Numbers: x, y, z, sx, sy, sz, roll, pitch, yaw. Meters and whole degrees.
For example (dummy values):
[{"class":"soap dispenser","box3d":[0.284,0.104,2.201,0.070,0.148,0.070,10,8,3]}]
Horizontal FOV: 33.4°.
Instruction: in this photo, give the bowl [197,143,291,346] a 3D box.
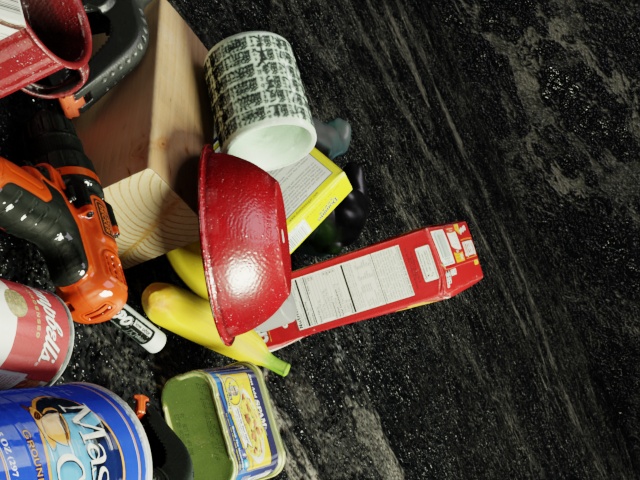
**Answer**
[{"class":"bowl","box3d":[-0.056,0.001,0.844,0.162,0.055,0.162,-6,90,-87]}]

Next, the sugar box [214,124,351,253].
[{"class":"sugar box","box3d":[-0.066,-0.073,0.962,0.176,0.093,0.048,42,-6,26]}]

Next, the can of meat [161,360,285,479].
[{"class":"can of meat","box3d":[-0.080,0.153,0.872,0.083,0.057,0.102,8,63,-66]}]

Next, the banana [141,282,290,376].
[{"class":"banana","box3d":[-0.098,0.068,0.903,0.197,0.070,0.037,34,71,-52]}]

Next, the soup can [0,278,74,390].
[{"class":"soup can","box3d":[-0.204,0.052,0.628,0.102,0.069,0.068,28,45,-61]}]

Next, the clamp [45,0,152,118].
[{"class":"clamp","box3d":[-0.191,-0.195,0.879,0.036,0.164,0.210,84,20,-61]}]

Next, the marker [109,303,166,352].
[{"class":"marker","box3d":[-0.160,0.051,0.818,0.121,0.020,0.020,48,28,-45]}]

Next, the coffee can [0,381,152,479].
[{"class":"coffee can","box3d":[-0.171,0.132,0.580,0.140,0.103,0.103,11,60,-67]}]

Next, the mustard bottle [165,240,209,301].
[{"class":"mustard bottle","box3d":[-0.083,-0.008,1.021,0.096,0.058,0.191,48,21,-4]}]

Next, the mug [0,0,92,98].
[{"class":"mug","box3d":[-0.218,-0.144,0.768,0.117,0.082,0.093,46,30,-47]}]

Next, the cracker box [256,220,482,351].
[{"class":"cracker box","box3d":[0.038,0.046,1.058,0.164,0.214,0.072,-10,82,-70]}]

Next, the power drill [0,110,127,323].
[{"class":"power drill","box3d":[-0.202,-0.051,0.707,0.187,0.057,0.184,47,15,-56]}]

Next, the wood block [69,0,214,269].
[{"class":"wood block","box3d":[-0.147,-0.093,0.890,0.090,0.091,0.206,49,27,-44]}]
